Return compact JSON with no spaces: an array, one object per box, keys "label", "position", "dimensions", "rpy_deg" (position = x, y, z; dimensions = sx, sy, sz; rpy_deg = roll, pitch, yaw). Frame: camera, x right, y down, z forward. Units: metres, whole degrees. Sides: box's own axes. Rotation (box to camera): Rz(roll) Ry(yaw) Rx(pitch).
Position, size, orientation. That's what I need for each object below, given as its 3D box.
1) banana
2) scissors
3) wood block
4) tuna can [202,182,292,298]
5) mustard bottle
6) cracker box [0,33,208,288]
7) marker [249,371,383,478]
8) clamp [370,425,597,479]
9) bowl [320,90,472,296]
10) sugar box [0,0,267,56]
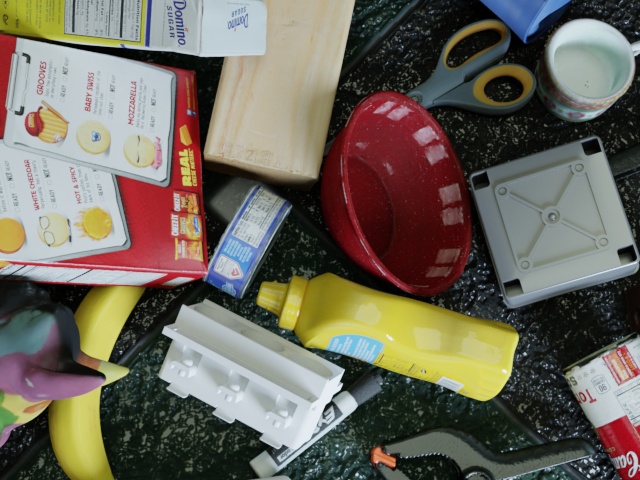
[{"label":"banana","position":[-0.169,0.101,0.809],"dimensions":[0.069,0.037,0.198],"rpy_deg":[12,76,-32]},{"label":"scissors","position":[0.098,-0.108,0.893],"dimensions":[0.096,0.016,0.201],"rpy_deg":[42,76,16]},{"label":"wood block","position":[-0.027,-0.151,0.839],"dimensions":[0.090,0.091,0.206],"rpy_deg":[12,85,-4]},{"label":"tuna can","position":[-0.055,0.001,0.818],"dimensions":[0.034,0.086,0.086],"rpy_deg":[29,74,0]},{"label":"mustard bottle","position":[0.045,0.067,0.804],"dimensions":[0.191,0.096,0.058],"rpy_deg":[16,75,-1]},{"label":"cracker box","position":[-0.191,-0.053,0.762],"dimensions":[0.213,0.072,0.164],"rpy_deg":[5,73,-35]},{"label":"marker","position":[-0.001,0.141,0.820],"dimensions":[0.121,0.020,0.020],"rpy_deg":[-36,81,-13]},{"label":"clamp","position":[0.120,0.198,0.808],"dimensions":[0.171,0.039,0.120],"rpy_deg":[8,70,3]},{"label":"bowl","position":[0.050,-0.031,0.828],"dimensions":[0.161,0.055,0.162],"rpy_deg":[20,63,-44]},{"label":"sugar box","position":[-0.136,-0.161,0.768],"dimensions":[0.176,0.093,0.048],"rpy_deg":[8,103,24]}]
